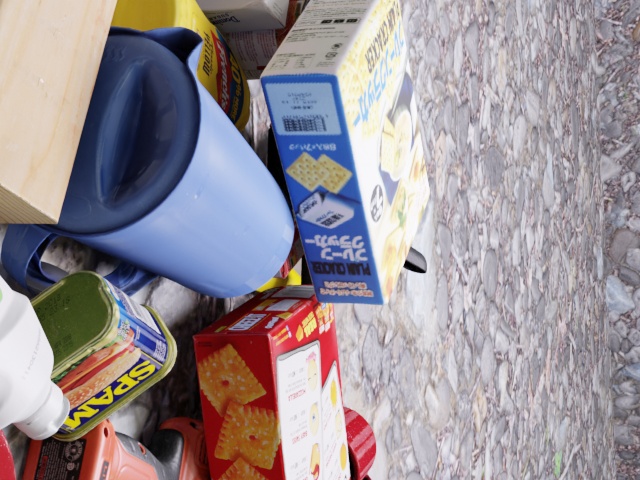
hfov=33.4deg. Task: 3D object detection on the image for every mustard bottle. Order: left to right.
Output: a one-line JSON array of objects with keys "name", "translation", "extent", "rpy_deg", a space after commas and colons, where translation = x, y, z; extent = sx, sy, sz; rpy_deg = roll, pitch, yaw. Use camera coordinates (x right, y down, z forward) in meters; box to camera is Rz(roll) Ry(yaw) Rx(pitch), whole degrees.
[{"name": "mustard bottle", "translation": [-0.097, -0.125, 0.818], "extent": [0.191, 0.058, 0.096], "rpy_deg": [47, 39, -67]}]

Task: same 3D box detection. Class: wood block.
[{"name": "wood block", "translation": [-0.184, -0.121, 0.606], "extent": [0.090, 0.091, 0.206], "rpy_deg": [43, 53, -57]}]

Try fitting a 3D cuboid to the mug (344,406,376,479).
[{"name": "mug", "translation": [0.015, 0.217, 1.035], "extent": [0.093, 0.117, 0.081], "rpy_deg": [-50, 170, 19]}]

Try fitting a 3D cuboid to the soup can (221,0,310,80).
[{"name": "soup can", "translation": [-0.045, -0.170, 0.893], "extent": [0.068, 0.102, 0.068], "rpy_deg": [1, 90, -65]}]

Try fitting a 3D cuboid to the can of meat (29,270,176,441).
[{"name": "can of meat", "translation": [-0.152, 0.071, 0.661], "extent": [0.057, 0.102, 0.084], "rpy_deg": [55, 1, 27]}]

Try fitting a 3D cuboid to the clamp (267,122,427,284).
[{"name": "clamp", "translation": [0.014, -0.019, 0.975], "extent": [0.164, 0.036, 0.210], "rpy_deg": [-28, 103, -36]}]

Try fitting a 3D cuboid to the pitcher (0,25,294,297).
[{"name": "pitcher", "translation": [-0.108, -0.028, 0.732], "extent": [0.242, 0.149, 0.145], "rpy_deg": [45, 36, -68]}]

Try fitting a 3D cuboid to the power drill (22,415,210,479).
[{"name": "power drill", "translation": [-0.140, 0.204, 0.756], "extent": [0.187, 0.057, 0.184], "rpy_deg": [46, 46, -61]}]

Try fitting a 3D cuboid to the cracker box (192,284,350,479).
[{"name": "cracker box", "translation": [-0.034, 0.157, 0.872], "extent": [0.164, 0.072, 0.214], "rpy_deg": [-34, 120, -70]}]
